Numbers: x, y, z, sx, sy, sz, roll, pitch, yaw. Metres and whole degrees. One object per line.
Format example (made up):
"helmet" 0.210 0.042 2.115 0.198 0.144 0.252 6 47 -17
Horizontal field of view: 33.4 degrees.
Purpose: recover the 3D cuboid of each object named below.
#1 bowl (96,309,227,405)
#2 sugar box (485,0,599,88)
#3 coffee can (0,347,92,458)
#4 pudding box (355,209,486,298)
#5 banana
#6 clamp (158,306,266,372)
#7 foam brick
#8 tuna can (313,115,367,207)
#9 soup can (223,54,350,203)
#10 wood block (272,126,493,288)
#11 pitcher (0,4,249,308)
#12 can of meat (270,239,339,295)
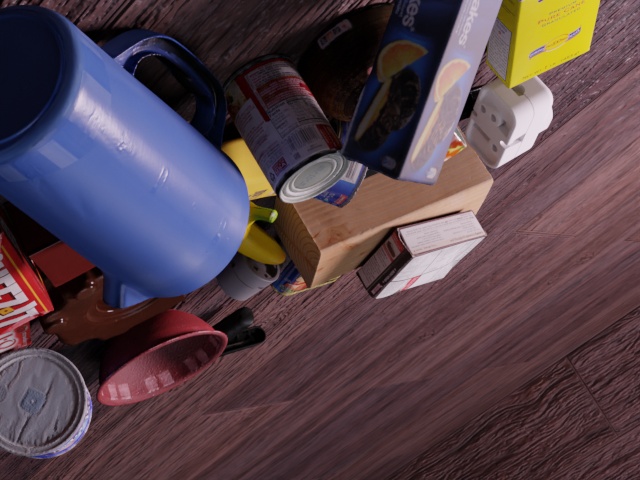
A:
"bowl" -0.190 0.125 1.218 0.162 0.055 0.162 -26 159 -11
"sugar box" 0.195 -0.216 0.910 0.093 0.048 0.176 -27 152 -11
"coffee can" -0.285 0.168 1.079 0.102 0.103 0.140 -24 172 -14
"pudding box" 0.106 0.014 1.116 0.113 0.039 0.090 -16 156 -38
"banana" -0.073 -0.008 1.053 0.037 0.069 0.198 -61 173 -9
"clamp" -0.145 0.138 1.334 0.171 0.039 0.120 -26 156 7
"foam brick" -0.216 -0.006 0.880 0.053 0.051 0.078 -28 160 -8
"tuna can" 0.016 -0.075 0.977 0.033 0.086 0.086 17 140 -18
"soup can" -0.028 -0.090 0.862 0.068 0.102 0.068 -26 159 -11
"wood block" 0.063 -0.040 1.119 0.205 0.091 0.090 -23 159 -18
"pitcher" -0.148 -0.065 0.735 0.145 0.149 0.242 -22 155 10
"can of meat" -0.006 0.014 1.204 0.101 0.057 0.084 -15 158 -34
